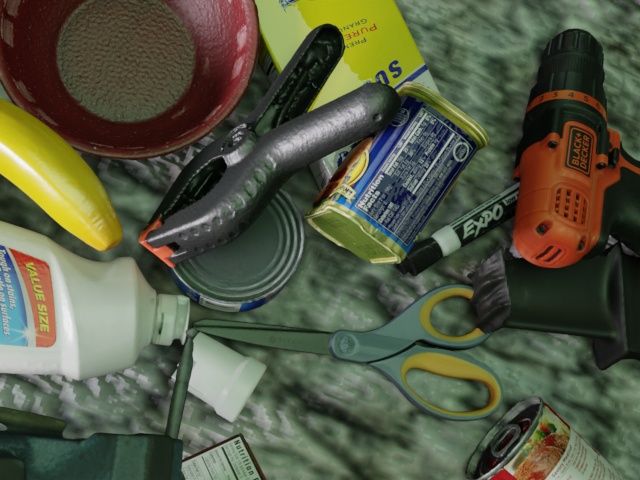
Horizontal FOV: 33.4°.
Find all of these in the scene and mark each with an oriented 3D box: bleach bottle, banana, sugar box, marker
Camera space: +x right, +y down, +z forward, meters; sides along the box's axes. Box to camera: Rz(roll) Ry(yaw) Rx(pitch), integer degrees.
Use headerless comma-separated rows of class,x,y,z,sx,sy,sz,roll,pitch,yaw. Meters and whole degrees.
bleach bottle,-0.202,0.024,0.623,0.250,0.068,0.102,8,77,-11
banana,-0.198,-0.054,0.617,0.198,0.037,0.070,18,118,15
sugar box,0.015,-0.113,0.688,0.093,0.048,0.176,-26,85,-12
marker,0.102,-0.011,0.700,0.121,0.020,0.020,-30,87,-13

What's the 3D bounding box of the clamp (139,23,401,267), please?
clamp,-0.034,-0.056,0.614,0.172,0.120,0.039,-35,117,14

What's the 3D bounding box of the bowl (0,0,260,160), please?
bowl,-0.120,-0.123,0.662,0.162,0.055,0.162,1,81,-9

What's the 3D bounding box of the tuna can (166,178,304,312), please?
tuna can,-0.054,0.001,0.660,0.086,0.034,0.086,2,74,-8

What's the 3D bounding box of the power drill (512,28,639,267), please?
power drill,0.215,-0.039,0.692,0.187,0.057,0.184,22,58,-9

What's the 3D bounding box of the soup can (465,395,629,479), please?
soup can,0.150,0.154,0.657,0.102,0.068,0.068,41,77,-2

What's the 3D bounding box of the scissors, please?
scissors,0.029,0.051,0.680,0.201,0.016,0.096,24,76,-5

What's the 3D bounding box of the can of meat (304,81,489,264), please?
can of meat,0.040,-0.034,0.609,0.057,0.102,0.084,35,82,-7
